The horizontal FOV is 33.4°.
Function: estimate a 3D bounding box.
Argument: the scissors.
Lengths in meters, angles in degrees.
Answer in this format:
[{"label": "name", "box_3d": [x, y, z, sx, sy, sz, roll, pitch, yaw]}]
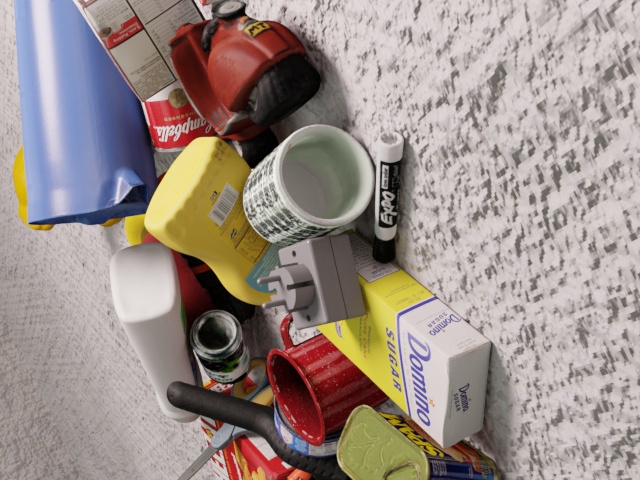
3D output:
[{"label": "scissors", "box_3d": [-0.110, 0.203, 1.193, 0.016, 0.202, 0.096, 33, -150, -45]}]

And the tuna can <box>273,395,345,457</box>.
[{"label": "tuna can", "box_3d": [-0.001, 0.159, 0.998, 0.086, 0.086, 0.034, 49, 153, 33]}]

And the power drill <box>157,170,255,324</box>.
[{"label": "power drill", "box_3d": [-0.094, 0.006, 1.081, 0.184, 0.057, 0.188, 62, 156, -10]}]

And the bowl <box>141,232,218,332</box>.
[{"label": "bowl", "box_3d": [-0.168, 0.057, 1.237, 0.162, 0.055, 0.162, 51, 166, 17]}]

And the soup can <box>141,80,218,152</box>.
[{"label": "soup can", "box_3d": [-0.141, -0.145, 1.030, 0.069, 0.068, 0.102, 25, 133, 56]}]

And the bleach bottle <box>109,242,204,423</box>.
[{"label": "bleach bottle", "box_3d": [-0.167, 0.118, 1.165, 0.251, 0.068, 0.102, 82, 175, -51]}]

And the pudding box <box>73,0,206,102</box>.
[{"label": "pudding box", "box_3d": [-0.151, -0.191, 0.938, 0.039, 0.090, 0.113, 52, 174, 48]}]

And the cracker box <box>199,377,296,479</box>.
[{"label": "cracker box", "box_3d": [-0.063, 0.271, 1.245, 0.214, 0.072, 0.164, 33, 139, 52]}]

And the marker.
[{"label": "marker", "box_3d": [0.050, -0.029, 0.804, 0.020, 0.020, 0.121, 46, 149, 38]}]

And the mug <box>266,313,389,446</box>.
[{"label": "mug", "box_3d": [0.006, 0.111, 0.946, 0.117, 0.081, 0.093, 66, 156, 0]}]

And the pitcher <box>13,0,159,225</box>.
[{"label": "pitcher", "box_3d": [-0.243, -0.135, 1.065, 0.145, 0.149, 0.243, 19, -116, -86]}]

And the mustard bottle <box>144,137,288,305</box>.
[{"label": "mustard bottle", "box_3d": [-0.056, 0.001, 0.925, 0.191, 0.096, 0.058, 40, 159, -33]}]

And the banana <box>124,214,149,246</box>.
[{"label": "banana", "box_3d": [-0.212, -0.023, 1.330, 0.069, 0.037, 0.198, 45, 155, 4]}]

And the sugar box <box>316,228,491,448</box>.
[{"label": "sugar box", "box_3d": [0.059, 0.074, 0.845, 0.176, 0.048, 0.093, 42, 144, 45]}]

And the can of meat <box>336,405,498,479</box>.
[{"label": "can of meat", "box_3d": [0.077, 0.177, 0.841, 0.102, 0.083, 0.057, 33, 104, 51]}]

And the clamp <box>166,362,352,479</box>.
[{"label": "clamp", "box_3d": [-0.039, 0.179, 1.046, 0.210, 0.164, 0.036, 33, 116, 38]}]
